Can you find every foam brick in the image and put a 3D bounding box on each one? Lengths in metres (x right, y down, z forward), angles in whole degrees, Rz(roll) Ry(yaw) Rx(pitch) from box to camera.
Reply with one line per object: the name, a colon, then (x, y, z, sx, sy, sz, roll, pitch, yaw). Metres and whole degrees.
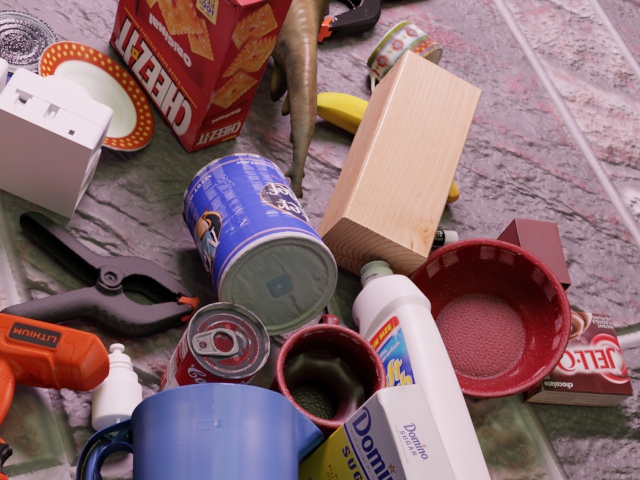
foam brick: (0.219, 0.024, 1.108, 0.053, 0.051, 0.078, 9, 54, -18)

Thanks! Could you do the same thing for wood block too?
wood block: (0.076, -0.070, 1.048, 0.090, 0.090, 0.206, 27, 61, -11)

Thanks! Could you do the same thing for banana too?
banana: (0.066, -0.107, 1.140, 0.197, 0.037, 0.069, 29, 47, -8)

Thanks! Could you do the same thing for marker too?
marker: (0.083, -0.005, 1.088, 0.121, 0.020, 0.020, 5, 55, -22)

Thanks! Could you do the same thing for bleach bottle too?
bleach bottle: (0.071, 0.129, 0.928, 0.068, 0.103, 0.251, 18, 42, -36)

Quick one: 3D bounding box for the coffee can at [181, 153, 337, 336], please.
coffee can: (-0.056, 0.001, 0.936, 0.102, 0.103, 0.140, 1, 33, -24)

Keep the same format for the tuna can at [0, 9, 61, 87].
tuna can: (-0.296, -0.182, 1.034, 0.086, 0.034, 0.086, 12, 53, -16)

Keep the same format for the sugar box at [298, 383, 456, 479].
sugar box: (0.036, 0.190, 0.827, 0.048, 0.176, 0.093, -4, 60, -27)

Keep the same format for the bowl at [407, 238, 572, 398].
bowl: (0.153, 0.081, 1.015, 0.162, 0.055, 0.162, -2, 63, 3)

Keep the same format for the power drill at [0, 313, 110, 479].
power drill: (-0.229, 0.145, 0.784, 0.184, 0.057, 0.187, 12, 45, 14)

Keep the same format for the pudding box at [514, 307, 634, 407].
pudding box: (0.248, 0.117, 1.063, 0.113, 0.039, 0.090, 5, 56, -21)

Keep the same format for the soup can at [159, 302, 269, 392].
soup can: (-0.089, 0.105, 0.879, 0.068, 0.102, 0.068, 12, 53, -17)

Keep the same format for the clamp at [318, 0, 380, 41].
clamp: (0.031, -0.309, 1.269, 0.164, 0.036, 0.209, 36, 51, 3)

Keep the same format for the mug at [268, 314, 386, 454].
mug: (0.000, 0.119, 0.903, 0.093, 0.082, 0.117, 9, 56, -11)

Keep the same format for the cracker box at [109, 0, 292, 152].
cracker box: (-0.121, -0.213, 1.017, 0.072, 0.214, 0.164, -24, 69, -33)

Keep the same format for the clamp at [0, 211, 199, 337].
clamp: (-0.192, 0.048, 0.915, 0.171, 0.039, 0.120, 20, 52, -10)

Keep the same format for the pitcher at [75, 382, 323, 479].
pitcher: (-0.088, 0.236, 0.780, 0.144, 0.149, 0.243, 28, 47, -40)
